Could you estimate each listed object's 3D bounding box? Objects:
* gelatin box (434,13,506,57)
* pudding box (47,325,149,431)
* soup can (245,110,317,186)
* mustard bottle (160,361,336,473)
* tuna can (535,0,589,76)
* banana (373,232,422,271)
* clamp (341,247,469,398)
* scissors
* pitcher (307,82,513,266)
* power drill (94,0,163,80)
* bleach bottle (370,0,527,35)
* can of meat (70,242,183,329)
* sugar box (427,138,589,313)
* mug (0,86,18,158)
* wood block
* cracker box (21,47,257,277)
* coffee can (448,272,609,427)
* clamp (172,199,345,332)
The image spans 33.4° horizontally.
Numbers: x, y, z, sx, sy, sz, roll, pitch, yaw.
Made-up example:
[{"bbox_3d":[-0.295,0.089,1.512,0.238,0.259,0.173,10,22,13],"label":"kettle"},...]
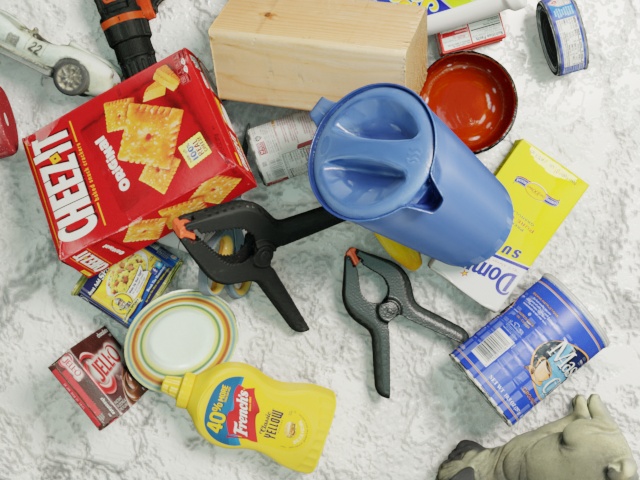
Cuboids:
[{"bbox_3d":[0.157,-0.254,1.179,0.073,0.030,0.089,-16,92,1],"label":"gelatin box"},{"bbox_3d":[-0.239,0.149,1.171,0.039,0.113,0.090,-38,92,10],"label":"pudding box"},{"bbox_3d":[-0.024,-0.106,1.173,0.102,0.068,0.068,-19,93,3],"label":"soup can"},{"bbox_3d":[-0.084,0.188,1.191,0.191,0.058,0.096,18,99,-3],"label":"mustard bottle"},{"bbox_3d":[0.260,-0.221,1.150,0.034,0.086,0.086,-15,93,4],"label":"tuna can"},{"bbox_3d":[0.074,-0.063,1.184,0.070,0.037,0.198,-1,96,17],"label":"banana"},{"bbox_3d":[0.071,0.088,1.195,0.120,0.039,0.171,-42,89,-8],"label":"clamp"},{"bbox_3d":[-0.089,-0.022,1.198,0.016,0.096,0.201,3,63,31],"label":"scissors"},{"bbox_3d":[0.095,-0.058,1.066,0.145,0.242,0.149,-11,70,28],"label":"pitcher"},{"bbox_3d":[-0.157,-0.275,1.173,0.187,0.057,0.184,-19,92,3],"label":"power drill"},{"bbox_3d":[0.085,-0.252,1.143,0.251,0.068,0.102,-19,89,20],"label":"bleach bottle"},{"bbox_3d":[-0.214,0.040,1.193,0.084,0.057,0.102,34,94,-3],"label":"can of meat"},{"bbox_3d":[0.207,-0.016,1.183,0.093,0.048,0.176,34,92,0],"label":"sugar box"},{"bbox_3d":[-0.386,-0.135,1.180,0.081,0.093,0.117,-13,56,-3],"label":"mug"},{"bbox_3d":[0.000,-0.194,1.104,0.206,0.090,0.090,10,136,16],"label":"wood block"},{"bbox_3d":[-0.196,-0.084,1.136,0.214,0.072,0.164,-27,64,8],"label":"cracker box"},{"bbox_3d":[0.225,0.118,1.157,0.140,0.103,0.103,-40,92,0],"label":"coffee can"},{"bbox_3d":[-0.057,0.001,1.141,0.209,0.036,0.164,23,100,-35],"label":"clamp"}]
